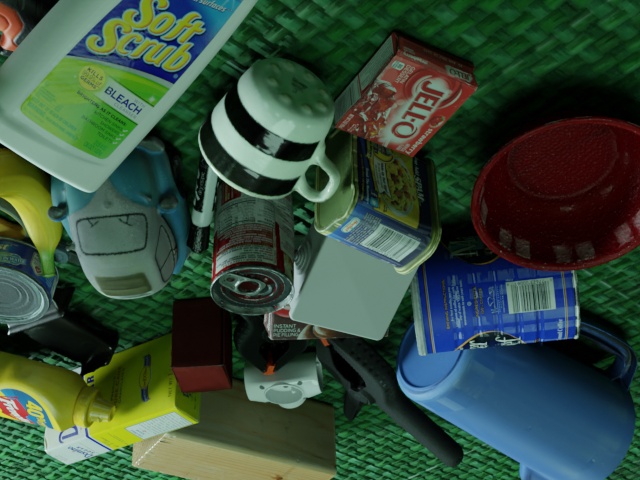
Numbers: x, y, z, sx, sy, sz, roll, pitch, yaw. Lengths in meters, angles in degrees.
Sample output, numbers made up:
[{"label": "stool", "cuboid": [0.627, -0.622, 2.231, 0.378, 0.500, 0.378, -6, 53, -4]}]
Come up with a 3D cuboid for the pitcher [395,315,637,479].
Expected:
[{"label": "pitcher", "cuboid": [0.202, 0.144, 1.080, 0.242, 0.149, 0.145, 30, 152, -31]}]

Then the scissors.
[{"label": "scissors", "cuboid": [-0.256, 0.014, 0.966, 0.096, 0.016, 0.201, -24, 137, 30]}]

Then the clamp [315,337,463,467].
[{"label": "clamp", "cuboid": [0.059, 0.154, 1.100, 0.165, 0.036, 0.210, 20, 151, 38]}]

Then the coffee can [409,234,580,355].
[{"label": "coffee can", "cuboid": [0.152, 0.044, 0.950, 0.140, 0.103, 0.103, -7, 143, 6]}]

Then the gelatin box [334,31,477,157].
[{"label": "gelatin box", "cuboid": [0.063, -0.108, 0.803, 0.073, 0.030, 0.089, 18, 139, -25]}]

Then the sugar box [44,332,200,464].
[{"label": "sugar box", "cuboid": [-0.205, 0.163, 1.103, 0.176, 0.093, 0.048, -20, 139, 22]}]

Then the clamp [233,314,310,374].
[{"label": "clamp", "cuboid": [-0.034, 0.076, 1.040, 0.120, 0.039, 0.171, -3, 147, -2]}]

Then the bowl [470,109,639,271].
[{"label": "bowl", "cuboid": [0.198, -0.050, 0.855, 0.162, 0.055, 0.162, 0, 134, 0]}]

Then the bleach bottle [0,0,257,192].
[{"label": "bleach bottle", "cuboid": [-0.102, -0.150, 0.660, 0.102, 0.068, 0.251, 34, 107, -32]}]

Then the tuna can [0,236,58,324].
[{"label": "tuna can", "cuboid": [-0.278, 0.037, 0.945, 0.086, 0.033, 0.086, 3, 138, 2]}]

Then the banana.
[{"label": "banana", "cuboid": [-0.237, -0.034, 0.844, 0.037, 0.069, 0.198, -13, 159, 1]}]

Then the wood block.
[{"label": "wood block", "cuboid": [-0.094, 0.215, 1.180, 0.205, 0.090, 0.091, 20, 137, -26]}]

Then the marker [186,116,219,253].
[{"label": "marker", "cuboid": [-0.092, -0.042, 0.858, 0.020, 0.020, 0.121, 7, 120, -11]}]

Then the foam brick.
[{"label": "foam brick", "cuboid": [-0.115, 0.102, 1.038, 0.051, 0.078, 0.053, -6, 143, 2]}]

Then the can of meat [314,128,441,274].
[{"label": "can of meat", "cuboid": [0.044, -0.035, 0.843, 0.083, 0.102, 0.058, 24, 136, -27]}]

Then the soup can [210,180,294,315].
[{"label": "soup can", "cuboid": [-0.056, 0.001, 0.884, 0.068, 0.102, 0.068, -1, 143, -1]}]

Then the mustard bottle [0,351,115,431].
[{"label": "mustard bottle", "cuboid": [-0.298, 0.150, 1.070, 0.192, 0.058, 0.096, 12, 145, 8]}]

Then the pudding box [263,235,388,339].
[{"label": "pudding box", "cuboid": [0.008, 0.041, 0.959, 0.113, 0.039, 0.090, -2, 117, -13]}]
